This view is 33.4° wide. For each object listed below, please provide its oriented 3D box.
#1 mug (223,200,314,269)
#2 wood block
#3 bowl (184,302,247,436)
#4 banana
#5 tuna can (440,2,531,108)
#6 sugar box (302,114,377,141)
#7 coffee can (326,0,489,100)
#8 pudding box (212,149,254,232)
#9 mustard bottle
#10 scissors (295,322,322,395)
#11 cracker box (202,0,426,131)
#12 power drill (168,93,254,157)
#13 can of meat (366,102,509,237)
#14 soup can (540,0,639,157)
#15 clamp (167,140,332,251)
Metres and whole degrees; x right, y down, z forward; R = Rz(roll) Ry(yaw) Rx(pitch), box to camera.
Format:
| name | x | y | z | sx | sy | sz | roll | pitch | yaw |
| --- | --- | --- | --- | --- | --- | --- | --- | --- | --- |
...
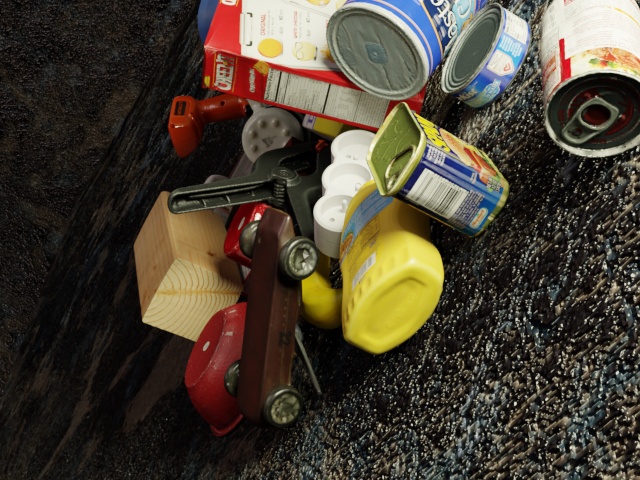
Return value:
| name | x | y | z | sx | sy | sz | roll | pitch | yaw |
| --- | --- | --- | --- | --- | --- | --- | --- | --- | --- |
| mug | -0.058 | 0.001 | 1.167 | 0.117 | 0.081 | 0.093 | -37 | 32 | 55 |
| wood block | -0.164 | 0.029 | 1.298 | 0.090 | 0.090 | 0.206 | -60 | 22 | 15 |
| bowl | -0.102 | 0.128 | 1.160 | 0.162 | 0.055 | 0.162 | -53 | 20 | 29 |
| banana | 0.003 | 0.041 | 1.024 | 0.069 | 0.037 | 0.198 | -44 | 21 | 3 |
| tuna can | 0.141 | -0.156 | 0.909 | 0.086 | 0.033 | 0.086 | -53 | 20 | 29 |
| sugar box | 0.032 | -0.154 | 1.194 | 0.093 | 0.048 | 0.176 | -63 | 19 | 2 |
| coffee can | 0.084 | -0.211 | 0.972 | 0.140 | 0.102 | 0.103 | -52 | 11 | -29 |
| pudding box | -0.108 | -0.072 | 1.435 | 0.090 | 0.039 | 0.113 | 117 | 176 | -56 |
| mustard bottle | 0.053 | 0.003 | 0.891 | 0.096 | 0.058 | 0.191 | -55 | 20 | 27 |
| scissors | -0.029 | 0.098 | 1.039 | 0.096 | 0.016 | 0.202 | 96 | 161 | -44 |
| cracker box | 0.005 | -0.202 | 1.060 | 0.072 | 0.213 | 0.164 | 105 | 179 | -56 |
| power drill | -0.105 | -0.166 | 1.423 | 0.187 | 0.057 | 0.184 | -13 | 30 | 5 |
| can of meat | 0.090 | -0.053 | 0.826 | 0.057 | 0.083 | 0.102 | -57 | 18 | 18 |
| soup can | 0.177 | -0.112 | 0.689 | 0.069 | 0.068 | 0.102 | -48 | 23 | 41 |
| clamp | -0.051 | -0.055 | 1.109 | 0.209 | 0.165 | 0.036 | -57 | -19 | -55 |
